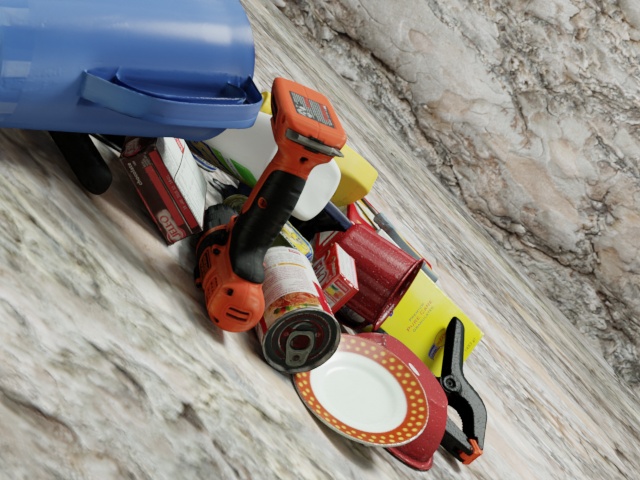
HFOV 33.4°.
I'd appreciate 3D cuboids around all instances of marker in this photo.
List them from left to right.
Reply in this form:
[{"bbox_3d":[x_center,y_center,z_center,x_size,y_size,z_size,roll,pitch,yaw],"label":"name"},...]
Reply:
[{"bbox_3d":[0.019,0.134,0.969,0.020,0.020,0.121,31,20,-51],"label":"marker"}]

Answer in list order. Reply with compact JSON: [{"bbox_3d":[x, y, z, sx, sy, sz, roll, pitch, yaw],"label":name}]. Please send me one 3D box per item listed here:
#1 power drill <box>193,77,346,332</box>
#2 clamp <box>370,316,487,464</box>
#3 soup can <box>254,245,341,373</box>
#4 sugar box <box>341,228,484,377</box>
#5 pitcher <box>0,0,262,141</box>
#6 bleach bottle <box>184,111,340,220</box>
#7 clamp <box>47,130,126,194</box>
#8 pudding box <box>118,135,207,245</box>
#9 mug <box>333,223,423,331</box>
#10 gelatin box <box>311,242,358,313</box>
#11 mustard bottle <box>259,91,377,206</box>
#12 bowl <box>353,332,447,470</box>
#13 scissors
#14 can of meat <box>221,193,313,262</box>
[{"bbox_3d":[-0.050,-0.038,0.895,0.057,0.188,0.184,18,22,-21],"label":"power drill"},{"bbox_3d":[0.120,0.156,1.139,0.120,0.039,0.171,-1,54,-20],"label":"clamp"},{"bbox_3d":[-0.028,0.058,0.933,0.068,0.068,0.102,39,15,-33],"label":"soup can"},{"bbox_3d":[0.096,0.081,1.218,0.176,0.093,0.048,46,-26,-11],"label":"sugar box"},{"bbox_3d":[-0.167,-0.135,0.794,0.242,0.149,0.145,-8,83,-50],"label":"pitcher"},{"bbox_3d":[-0.098,-0.104,1.075,0.251,0.068,0.102,27,-15,42],"label":"bleach bottle"},{"bbox_3d":[-0.235,-0.129,0.894,0.210,0.036,0.164,46,11,-21],"label":"clamp"},{"bbox_3d":[-0.137,-0.059,0.944,0.113,0.039,0.090,-94,159,-65],"label":"pudding box"},{"bbox_3d":[0.045,0.044,1.133,0.081,0.117,0.093,35,36,11],"label":"mug"},{"bbox_3d":[0.000,0.048,1.049,0.030,0.073,0.089,43,13,-15],"label":"gelatin box"},{"bbox_3d":[-0.025,-0.118,1.290,0.191,0.058,0.096,41,-26,-27],"label":"mustard bottle"},{"bbox_3d":[0.074,0.144,1.042,0.162,0.055,0.162,44,13,-13],"label":"bowl"},{"bbox_3d":[0.089,-0.009,1.325,0.096,0.016,0.202,46,4,-33],"label":"scissors"},{"bbox_3d":[-0.057,0.001,1.043,0.102,0.057,0.084,47,11,1],"label":"can of meat"}]
